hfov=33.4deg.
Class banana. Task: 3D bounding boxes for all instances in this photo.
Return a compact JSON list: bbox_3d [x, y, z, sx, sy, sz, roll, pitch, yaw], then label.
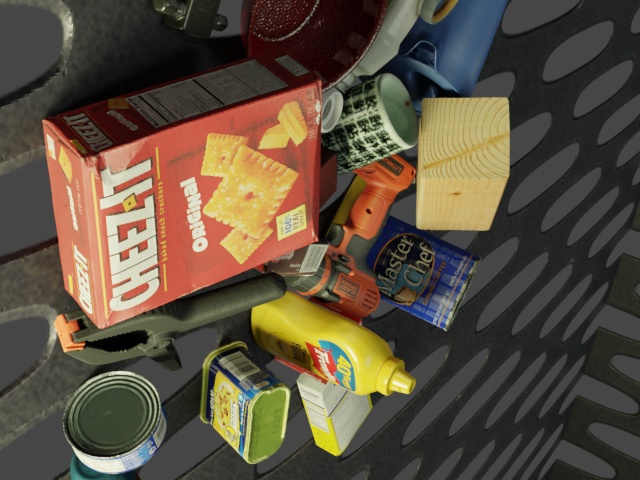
[{"bbox_3d":[0.036,-0.026,1.271,0.069,0.037,0.198,29,87,-88],"label":"banana"}]

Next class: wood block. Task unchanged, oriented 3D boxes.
[{"bbox_3d":[0.153,-0.079,1.180,0.206,0.091,0.090,77,15,-76],"label":"wood block"}]

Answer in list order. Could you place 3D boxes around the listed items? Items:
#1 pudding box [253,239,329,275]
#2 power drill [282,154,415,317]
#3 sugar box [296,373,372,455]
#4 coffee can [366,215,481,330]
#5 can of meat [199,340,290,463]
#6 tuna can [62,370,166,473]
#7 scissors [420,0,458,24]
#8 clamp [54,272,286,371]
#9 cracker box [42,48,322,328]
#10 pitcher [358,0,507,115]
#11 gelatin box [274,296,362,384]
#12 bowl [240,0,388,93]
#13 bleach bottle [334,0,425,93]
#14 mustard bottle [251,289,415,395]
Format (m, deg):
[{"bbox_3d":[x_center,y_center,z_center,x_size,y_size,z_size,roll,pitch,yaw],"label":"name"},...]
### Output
[{"bbox_3d":[-0.057,0.001,1.034,0.113,0.090,0.039,7,106,-65],"label":"pudding box"},{"bbox_3d":[0.021,-0.023,1.180,0.184,0.057,0.187,30,80,-44],"label":"power drill"},{"bbox_3d":[0.021,0.205,1.425,0.093,0.048,0.176,-53,148,-28],"label":"sugar box"},{"bbox_3d":[0.115,0.037,1.330,0.102,0.140,0.103,-60,168,-21],"label":"coffee can"},{"bbox_3d":[-0.080,0.172,1.127,0.057,0.084,0.102,-18,129,-35],"label":"can of meat"},{"bbox_3d":[-0.178,0.159,0.929,0.086,0.086,0.034,-52,153,-30],"label":"tuna can"},{"bbox_3d":[0.158,-0.297,1.063,0.201,0.016,0.096,-52,158,-22],"label":"scissors"},{"bbox_3d":[-0.149,0.081,0.935,0.209,0.036,0.165,-4,151,-47],"label":"clamp"},{"bbox_3d":[-0.100,-0.043,0.850,0.213,0.072,0.164,-23,134,-30],"label":"cracker box"},{"bbox_3d":[0.140,-0.262,1.178,0.144,0.149,0.242,36,74,-41],"label":"pitcher"},{"bbox_3d":[-0.002,0.118,1.266,0.089,0.073,0.030,-54,152,-27],"label":"gelatin box"},{"bbox_3d":[-0.016,-0.207,0.947,0.161,0.055,0.162,-29,140,-28],"label":"bowl"},{"bbox_3d":[0.068,-0.265,1.068,0.068,0.103,0.251,29,91,-54],"label":"bleach bottle"},{"bbox_3d":[0.017,0.119,1.161,0.058,0.192,0.096,-50,150,-33],"label":"mustard bottle"}]
